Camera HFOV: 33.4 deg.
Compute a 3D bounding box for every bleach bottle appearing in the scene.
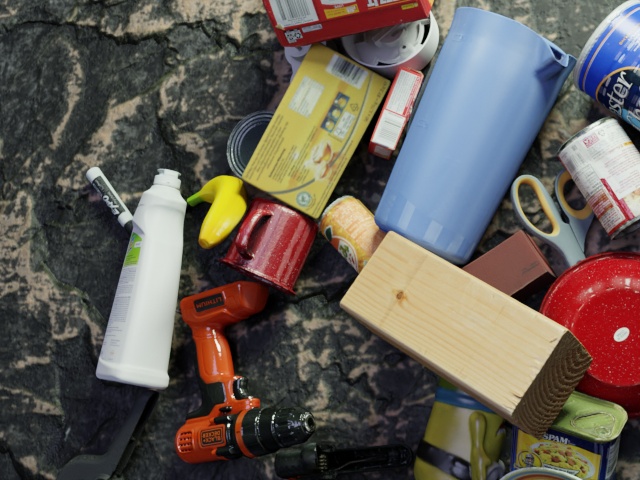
[{"bbox_3d":[-0.195,0.041,1.228,0.103,0.068,0.251,-6,71,59],"label":"bleach bottle"}]

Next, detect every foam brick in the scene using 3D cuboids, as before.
[{"bbox_3d":[0.189,0.035,1.075,0.078,0.051,0.053,-34,68,14],"label":"foam brick"}]

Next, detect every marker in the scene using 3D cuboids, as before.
[{"bbox_3d":[-0.250,-0.043,1.308,0.020,0.020,0.121,-43,65,10],"label":"marker"}]

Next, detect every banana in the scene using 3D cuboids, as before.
[{"bbox_3d":[-0.109,-0.037,1.181,0.037,0.198,0.069,43,94,-16],"label":"banana"}]

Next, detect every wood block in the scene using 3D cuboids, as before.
[{"bbox_3d":[0.132,0.084,0.984,0.206,0.090,0.091,32,85,37],"label":"wood block"}]

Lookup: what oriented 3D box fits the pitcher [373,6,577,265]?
[{"bbox_3d":[0.145,-0.106,1.094,0.145,0.149,0.243,26,93,12],"label":"pitcher"}]

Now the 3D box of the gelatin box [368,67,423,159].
[{"bbox_3d":[0.081,-0.136,1.148,0.030,0.073,0.089,22,87,1],"label":"gelatin box"}]

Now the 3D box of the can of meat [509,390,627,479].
[{"bbox_3d":[0.229,0.190,0.999,0.102,0.057,0.084,15,124,27],"label":"can of meat"}]

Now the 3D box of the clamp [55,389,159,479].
[{"bbox_3d":[-0.240,0.271,1.220,0.210,0.036,0.164,-20,79,22],"label":"clamp"}]

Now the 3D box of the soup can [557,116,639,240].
[{"bbox_3d":[0.285,-0.060,1.036,0.068,0.068,0.102,-33,75,14],"label":"soup can"}]

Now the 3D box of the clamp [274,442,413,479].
[{"bbox_3d":[-0.003,0.223,1.075,0.172,0.120,0.039,-24,58,49],"label":"clamp"}]

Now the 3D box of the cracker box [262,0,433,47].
[{"bbox_3d":[0.047,-0.294,1.140,0.164,0.072,0.213,-8,34,22],"label":"cracker box"}]

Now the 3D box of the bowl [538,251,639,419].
[{"bbox_3d":[0.283,0.090,1.000,0.162,0.055,0.162,-1,87,15],"label":"bowl"}]

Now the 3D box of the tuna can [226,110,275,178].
[{"bbox_3d":[-0.063,-0.104,1.229,0.086,0.033,0.086,-6,76,23],"label":"tuna can"}]

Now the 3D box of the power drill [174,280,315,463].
[{"bbox_3d":[-0.088,0.142,1.157,0.185,0.057,0.187,-16,69,34],"label":"power drill"}]

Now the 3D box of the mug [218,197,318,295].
[{"bbox_3d":[-0.058,0.001,1.161,0.093,0.117,0.081,21,83,28],"label":"mug"}]

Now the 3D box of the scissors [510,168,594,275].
[{"bbox_3d":[0.267,0.011,1.060,0.096,0.016,0.202,-34,84,-15],"label":"scissors"}]
